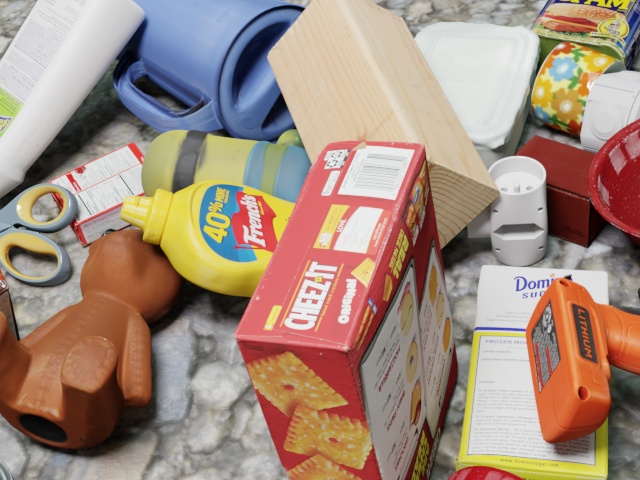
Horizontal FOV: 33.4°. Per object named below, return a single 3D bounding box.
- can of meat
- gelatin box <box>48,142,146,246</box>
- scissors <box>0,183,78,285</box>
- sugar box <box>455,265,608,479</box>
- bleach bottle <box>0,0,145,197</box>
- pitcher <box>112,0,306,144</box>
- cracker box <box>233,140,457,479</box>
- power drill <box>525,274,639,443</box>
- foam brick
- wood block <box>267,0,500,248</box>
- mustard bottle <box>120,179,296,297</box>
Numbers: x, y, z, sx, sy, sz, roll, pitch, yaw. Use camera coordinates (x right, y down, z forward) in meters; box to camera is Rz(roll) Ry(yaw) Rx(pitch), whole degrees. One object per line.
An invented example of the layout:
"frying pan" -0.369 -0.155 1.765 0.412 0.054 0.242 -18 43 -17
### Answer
"can of meat" 0.246 -0.189 0.986 0.102 0.057 0.083 16 53 27
"gelatin box" -0.188 -0.041 0.949 0.089 0.030 0.073 -28 47 -15
"scissors" -0.289 -0.025 0.930 0.202 0.016 0.096 25 85 24
"sugar box" 0.147 0.094 0.723 0.093 0.048 0.176 3 42 13
"bleach bottle" -0.269 -0.132 0.978 0.103 0.068 0.251 35 89 40
"pitcher" -0.121 -0.184 1.015 0.148 0.145 0.243 6 19 -47
"cracker box" 0.026 0.071 0.651 0.072 0.213 0.164 5 46 20
"power drill" 0.227 0.097 0.655 0.187 0.057 0.184 11 42 -10
"foam brick" 0.190 -0.040 0.846 0.078 0.053 0.051 23 54 30
"wood block" 0.042 -0.093 0.830 0.091 0.090 0.206 -45 47 28
"mustard bottle" -0.055 0.001 0.802 0.191 0.058 0.096 15 46 -8
